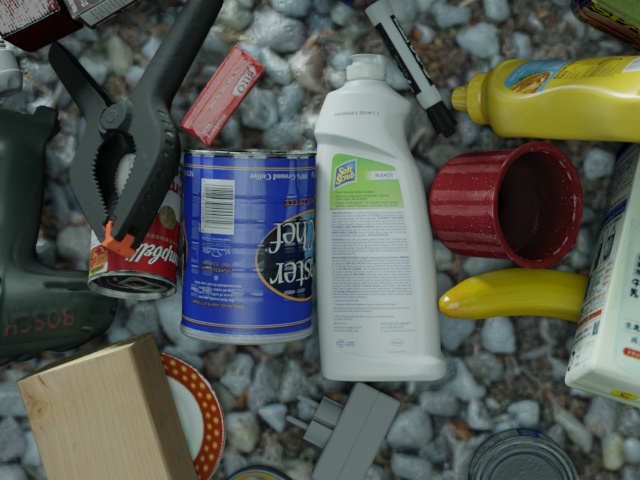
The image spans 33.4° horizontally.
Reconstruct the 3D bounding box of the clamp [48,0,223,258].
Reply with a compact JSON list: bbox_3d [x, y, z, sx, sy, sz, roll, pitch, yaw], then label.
[{"bbox_3d":[-0.151,-0.087,0.795,0.165,0.036,0.210,-8,66,31],"label":"clamp"}]

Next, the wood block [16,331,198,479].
[{"bbox_3d":[-0.149,0.186,0.820,0.091,0.090,0.206,-17,92,4],"label":"wood block"}]

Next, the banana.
[{"bbox_3d":[0.189,0.054,0.830,0.197,0.069,0.037,16,135,-4],"label":"banana"}]

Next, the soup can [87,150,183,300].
[{"bbox_3d":[-0.142,-0.011,0.826,0.068,0.068,0.102,0,71,3],"label":"soup can"}]

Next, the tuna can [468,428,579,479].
[{"bbox_3d":[0.162,0.195,0.855,0.086,0.033,0.086,0,93,3],"label":"tuna can"}]

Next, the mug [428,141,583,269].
[{"bbox_3d":[0.145,-0.022,0.813,0.117,0.082,0.093,30,76,-31],"label":"mug"}]

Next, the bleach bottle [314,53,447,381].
[{"bbox_3d":[0.046,-0.019,0.835,0.102,0.068,0.251,-1,91,5],"label":"bleach bottle"}]

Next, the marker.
[{"bbox_3d":[0.074,-0.135,0.848,0.020,0.020,0.121,-30,91,4],"label":"marker"}]

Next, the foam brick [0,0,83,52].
[{"bbox_3d":[-0.225,-0.184,0.831,0.051,0.078,0.053,-26,92,2],"label":"foam brick"}]

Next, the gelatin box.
[{"bbox_3d":[-0.075,-0.112,0.821,0.030,0.089,0.073,36,95,-11],"label":"gelatin box"}]

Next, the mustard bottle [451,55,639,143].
[{"bbox_3d":[0.182,-0.106,0.790,0.192,0.096,0.058,6,121,39],"label":"mustard bottle"}]

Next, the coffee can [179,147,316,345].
[{"bbox_3d":[-0.055,0.001,0.816,0.103,0.103,0.140,2,97,3],"label":"coffee can"}]
